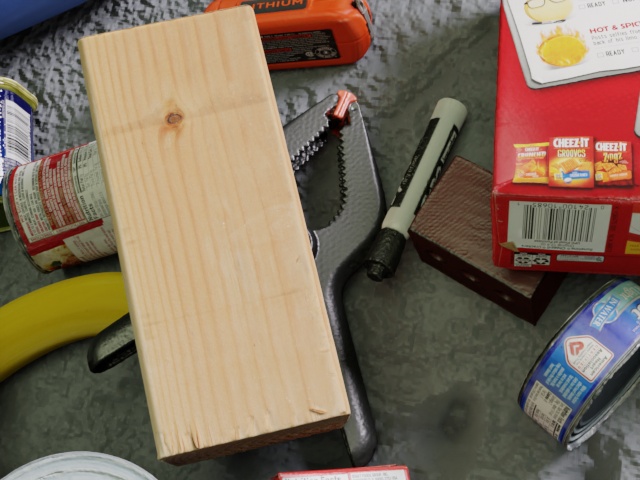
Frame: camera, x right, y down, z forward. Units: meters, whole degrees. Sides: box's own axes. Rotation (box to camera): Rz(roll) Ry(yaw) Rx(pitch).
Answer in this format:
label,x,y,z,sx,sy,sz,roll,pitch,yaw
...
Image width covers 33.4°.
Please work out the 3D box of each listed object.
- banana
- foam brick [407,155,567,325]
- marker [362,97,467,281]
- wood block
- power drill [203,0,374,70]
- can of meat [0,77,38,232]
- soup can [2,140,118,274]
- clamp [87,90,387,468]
label,x,y,z,sx,sy,sz,roll,pitch,yaw
banana,-0.157,0.059,0.629,0.198,0.037,0.069,-14,68,10
foam brick,0.094,0.000,0.575,0.078,0.053,0.051,31,81,22
marker,0.053,-0.029,0.600,0.020,0.020,0.121,17,64,19
wood block,-0.053,0.000,0.537,0.090,0.090,0.206,-12,76,-4
power drill,-0.034,-0.202,0.676,0.184,0.057,0.187,-2,71,14
can of meat,-0.231,-0.048,0.676,0.102,0.057,0.084,-10,71,12
soup can,-0.126,-0.027,0.634,0.102,0.068,0.068,-17,68,8
clamp,-0.011,0.015,0.601,0.164,0.036,0.210,26,73,5
